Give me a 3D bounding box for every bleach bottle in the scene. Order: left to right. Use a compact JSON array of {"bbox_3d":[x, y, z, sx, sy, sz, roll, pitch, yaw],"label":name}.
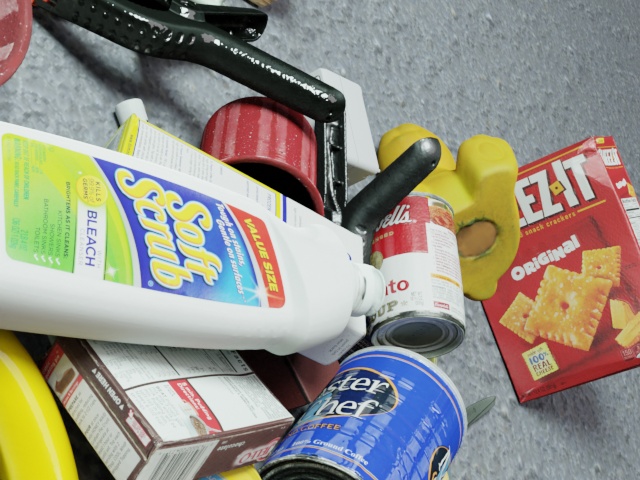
[{"bbox_3d":[-0.075,0.004,0.551,0.250,0.068,0.102,10,61,-33],"label":"bleach bottle"}]

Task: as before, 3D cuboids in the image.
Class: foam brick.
[{"bbox_3d":[-0.033,0.070,0.704,0.078,0.051,0.052,62,31,-6],"label":"foam brick"}]

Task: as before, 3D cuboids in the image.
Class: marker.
[{"bbox_3d":[-0.106,-0.034,0.695,0.020,0.020,0.121,-8,76,-57],"label":"marker"}]

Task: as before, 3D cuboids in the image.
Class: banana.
[{"bbox_3d":[-0.159,0.095,0.520,0.069,0.037,0.198,-31,93,-29],"label":"banana"}]

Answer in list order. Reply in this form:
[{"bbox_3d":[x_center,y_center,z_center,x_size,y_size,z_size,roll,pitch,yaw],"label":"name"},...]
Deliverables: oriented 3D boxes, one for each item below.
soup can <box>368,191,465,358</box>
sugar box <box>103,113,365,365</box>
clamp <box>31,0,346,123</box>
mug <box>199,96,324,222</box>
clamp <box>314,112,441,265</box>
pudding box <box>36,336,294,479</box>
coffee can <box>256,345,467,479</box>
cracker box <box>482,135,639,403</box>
[{"bbox_3d":[0.066,0.026,0.762,0.068,0.069,0.102,33,44,-41],"label":"soup can"},{"bbox_3d":[-0.054,0.001,0.649,0.176,0.048,0.093,31,35,-23],"label":"sugar box"},{"bbox_3d":[-0.088,-0.137,0.713,0.209,0.036,0.165,8,27,-39],"label":"clamp"},{"bbox_3d":[-0.043,-0.036,0.735,0.081,0.093,0.117,-89,174,-48],"label":"mug"},{"bbox_3d":[0.020,-0.013,0.750,0.039,0.120,0.171,13,93,-38],"label":"clamp"},{"bbox_3d":[-0.080,0.082,0.567,0.090,0.039,0.113,46,22,26],"label":"pudding box"},{"bbox_3d":[0.026,0.145,0.691,0.103,0.103,0.140,60,32,-9],"label":"coffee can"},{"bbox_3d":[0.234,0.029,1.019,0.072,0.164,0.214,-8,76,-59],"label":"cracker box"}]
